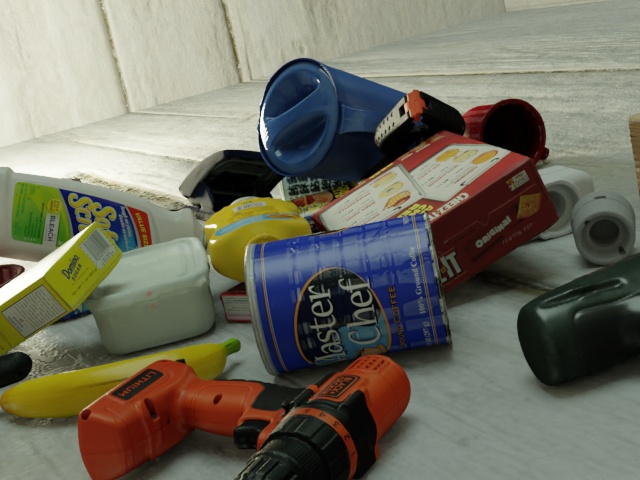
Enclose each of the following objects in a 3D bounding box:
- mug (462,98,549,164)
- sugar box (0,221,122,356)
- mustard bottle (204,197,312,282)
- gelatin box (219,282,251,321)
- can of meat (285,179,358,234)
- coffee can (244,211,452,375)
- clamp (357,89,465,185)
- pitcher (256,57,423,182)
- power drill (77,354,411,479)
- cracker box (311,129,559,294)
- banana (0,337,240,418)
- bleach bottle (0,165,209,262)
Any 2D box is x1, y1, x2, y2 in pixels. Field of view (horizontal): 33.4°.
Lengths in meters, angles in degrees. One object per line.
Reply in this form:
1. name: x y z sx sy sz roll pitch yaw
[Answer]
1. mug: 0.229 -0.125 1.328 0.117 0.093 0.082 16 -1 -20
2. sugar box: -0.263 0.055 0.960 0.177 0.048 0.093 -27 18 34
3. mustard bottle: -0.056 0.002 0.992 0.096 0.058 0.192 -11 11 -6
4. gelatin box: -0.035 0.048 0.976 0.089 0.030 0.073 -3 17 35
5. can of meat: 0.009 -0.023 1.161 0.084 0.057 0.102 -15 14 -1
6. coffee can: 0.022 0.041 0.812 0.140 0.103 0.103 -11 14 6
7. clamp: 0.119 -0.102 1.138 0.164 0.036 0.210 -9 -21 0
8. pitcher: 0.059 -0.127 1.257 0.242 0.149 0.145 6 -45 -45
9. power drill: -0.056 0.122 0.664 0.188 0.057 0.184 -1 14 29
10. cracker box: 0.096 -0.020 0.976 0.164 0.072 0.214 -33 18 -5
11. banana: -0.158 0.113 0.832 0.197 0.037 0.069 -12 -5 -3
12. bleach bottle: -0.235 -0.018 1.183 0.250 0.102 0.068 6 -9 -9
